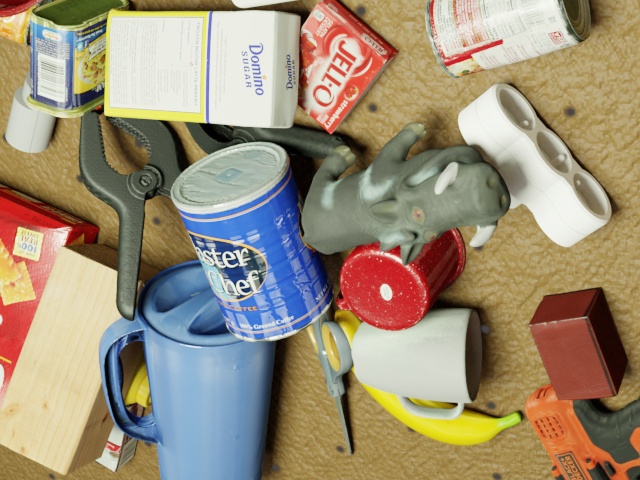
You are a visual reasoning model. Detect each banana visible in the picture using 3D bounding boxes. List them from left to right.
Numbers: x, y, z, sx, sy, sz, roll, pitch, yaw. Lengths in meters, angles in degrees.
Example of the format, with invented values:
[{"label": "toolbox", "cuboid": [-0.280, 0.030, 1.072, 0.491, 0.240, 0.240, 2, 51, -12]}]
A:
[{"label": "banana", "cuboid": [0.088, 0.138, 1.001, 0.198, 0.037, 0.070, 31, 99, 6]}]

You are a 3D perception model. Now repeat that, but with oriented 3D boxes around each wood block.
[{"label": "wood block", "cuboid": [-0.237, 0.115, 1.066, 0.090, 0.090, 0.206, 23, 96, 12]}]

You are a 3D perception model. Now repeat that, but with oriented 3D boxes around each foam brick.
[{"label": "foam brick", "cuboid": [0.216, 0.087, 0.890, 0.051, 0.052, 0.078, -13, 109, 33]}]

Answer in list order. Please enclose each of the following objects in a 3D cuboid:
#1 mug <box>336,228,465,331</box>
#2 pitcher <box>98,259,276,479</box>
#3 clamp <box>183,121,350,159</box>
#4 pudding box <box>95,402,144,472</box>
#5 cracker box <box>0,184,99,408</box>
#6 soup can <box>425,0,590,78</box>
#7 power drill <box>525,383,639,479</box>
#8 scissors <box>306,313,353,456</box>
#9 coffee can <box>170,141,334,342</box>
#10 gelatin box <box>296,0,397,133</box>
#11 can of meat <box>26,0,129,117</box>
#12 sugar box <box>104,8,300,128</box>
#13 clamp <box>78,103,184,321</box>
[{"label": "mug", "cuboid": [0.059, 0.029, 0.921, 0.117, 0.081, 0.093, -27, 102, 36]}, {"label": "pitcher", "cuboid": [-0.119, 0.151, 1.052, 0.149, 0.144, 0.243, 15, 126, 16]}, {"label": "clamp", "cuboid": [-0.054, -0.092, 0.940, 0.171, 0.039, 0.120, 42, 128, -4]}, {"label": "pudding box", "cuboid": [-0.250, 0.198, 1.211, 0.090, 0.039, 0.114, 27, 124, 13]}, {"label": "cracker box", "cuboid": [-0.345, 0.054, 1.102, 0.164, 0.072, 0.214, 23, 95, 14]}, {"label": "soup can", "cuboid": [0.137, -0.164, 0.779, 0.102, 0.068, 0.068, -12, 111, 32]}, {"label": "power drill", "cuboid": [0.289, 0.187, 0.905, 0.188, 0.057, 0.184, -25, 103, 36]}, {"label": "scissors", "cuboid": [0.020, 0.140, 1.019, 0.096, 0.016, 0.202, 31, 141, 65]}, {"label": "coffee can", "cuboid": [-0.056, 0.001, 0.916, 0.103, 0.102, 0.140, -1, 125, 28]}, {"label": "gelatin box", "cuboid": [0.009, -0.145, 0.881, 0.073, 0.030, 0.089, 41, 128, 1]}, {"label": "can of meat", "cuboid": [-0.212, -0.167, 0.943, 0.057, 0.102, 0.084, 20, 123, 17]}, {"label": "sugar box", "cuboid": [-0.101, -0.145, 0.894, 0.176, 0.048, 0.093, 8, 100, 28]}, {"label": "clamp", "cuboid": [-0.165, -0.041, 0.980, 0.210, 0.164, 0.036, 50, 164, 3]}]
